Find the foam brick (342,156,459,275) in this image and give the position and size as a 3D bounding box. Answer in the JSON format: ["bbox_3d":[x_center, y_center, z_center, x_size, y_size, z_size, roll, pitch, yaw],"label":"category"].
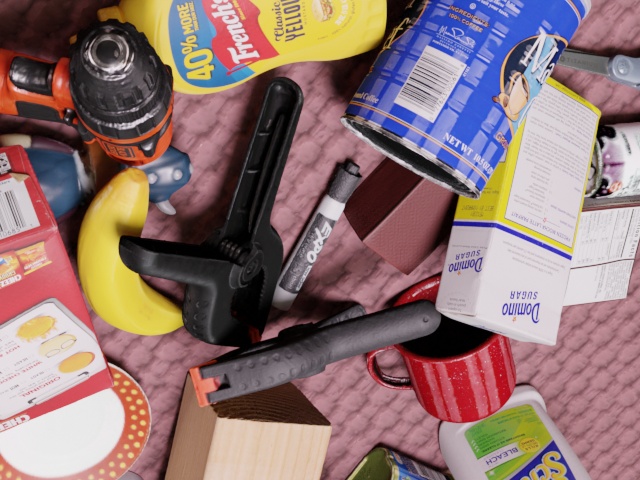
[{"bbox_3d":[0.064,-0.025,0.764,0.078,0.051,0.053,-46,124,9],"label":"foam brick"}]

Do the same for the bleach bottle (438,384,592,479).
[{"bbox_3d":[0.184,0.219,0.826,0.102,0.251,0.068,-20,123,-9],"label":"bleach bottle"}]

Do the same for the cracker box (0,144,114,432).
[{"bbox_3d":[-0.224,0.049,0.632,0.164,0.072,0.214,-21,153,-13],"label":"cracker box"}]

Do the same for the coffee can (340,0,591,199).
[{"bbox_3d":[0.091,-0.112,0.676,0.102,0.103,0.140,30,90,-31],"label":"coffee can"}]

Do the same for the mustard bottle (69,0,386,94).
[{"bbox_3d":[-0.057,-0.140,0.650,0.191,0.058,0.096,-17,135,-10],"label":"mustard bottle"}]

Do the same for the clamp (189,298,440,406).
[{"bbox_3d":[-0.003,0.074,0.736,0.171,0.120,0.039,-20,88,-34],"label":"clamp"}]

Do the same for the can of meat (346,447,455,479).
[{"bbox_3d":[0.060,0.232,0.907,0.083,0.057,0.102,29,104,-28],"label":"can of meat"}]

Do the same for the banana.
[{"bbox_3d":[-0.124,0.018,0.694,0.069,0.037,0.198,-34,154,-11],"label":"banana"}]

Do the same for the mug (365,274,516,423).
[{"bbox_3d":[0.093,0.089,0.823,0.117,0.093,0.081,-14,128,8],"label":"mug"}]

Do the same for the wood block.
[{"bbox_3d":[-0.068,0.214,0.799,0.090,0.091,0.206,9,101,-24],"label":"wood block"}]

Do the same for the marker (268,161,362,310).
[{"bbox_3d":[-0.004,-0.004,0.771,0.020,0.020,0.121,19,110,-28],"label":"marker"}]

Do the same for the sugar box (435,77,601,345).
[{"bbox_3d":[0.139,-0.023,0.744,0.093,0.048,0.176,21,81,-39],"label":"sugar box"}]

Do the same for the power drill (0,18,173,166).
[{"bbox_3d":[-0.169,-0.090,0.560,0.187,0.184,0.057,15,81,-4],"label":"power drill"}]

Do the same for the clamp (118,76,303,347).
[{"bbox_3d":[-0.055,0.001,0.710,0.164,0.036,0.210,-52,157,-22],"label":"clamp"}]
